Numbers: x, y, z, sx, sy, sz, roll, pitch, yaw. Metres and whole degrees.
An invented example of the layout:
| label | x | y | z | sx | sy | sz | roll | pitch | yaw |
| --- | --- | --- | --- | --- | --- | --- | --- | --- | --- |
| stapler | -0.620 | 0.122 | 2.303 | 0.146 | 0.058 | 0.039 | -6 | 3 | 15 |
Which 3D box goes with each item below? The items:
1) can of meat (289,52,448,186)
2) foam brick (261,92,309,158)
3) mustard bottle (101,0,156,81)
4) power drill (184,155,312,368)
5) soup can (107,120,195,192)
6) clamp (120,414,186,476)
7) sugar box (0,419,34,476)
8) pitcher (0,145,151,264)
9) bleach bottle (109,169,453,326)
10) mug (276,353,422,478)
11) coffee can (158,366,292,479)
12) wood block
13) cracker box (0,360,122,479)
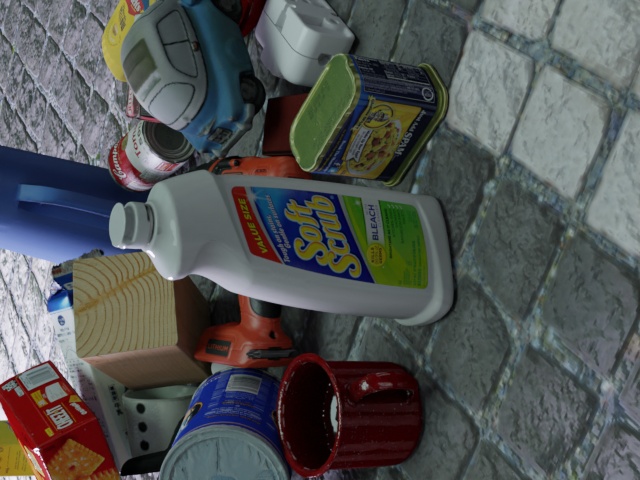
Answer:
| label | x | y | z | sx | sy | sz | roll | pitch | yaw |
| --- | --- | --- | --- | --- | --- | --- | --- | --- | --- |
| can of meat | 0.035 | -0.093 | 0.827 | 0.102 | 0.083 | 0.057 | -57 | 42 | 38 |
| foam brick | -0.008 | -0.097 | 0.927 | 0.078 | 0.052 | 0.051 | 5 | 90 | 57 |
| mustard bottle | -0.197 | -0.278 | 1.245 | 0.192 | 0.058 | 0.096 | -49 | 44 | 43 |
| power drill | -0.076 | 0.017 | 0.961 | 0.185 | 0.057 | 0.187 | 2 | 91 | 56 |
| soup can | -0.190 | -0.102 | 1.203 | 0.102 | 0.068 | 0.068 | -28 | 63 | 53 |
| clamp | -0.123 | 0.227 | 1.013 | 0.172 | 0.039 | 0.120 | -45 | 64 | 32 |
| sugar box | -0.312 | 0.241 | 1.254 | 0.093 | 0.175 | 0.048 | 19 | 104 | 57 |
| pitcher | -0.323 | -0.042 | 1.241 | 0.149 | 0.242 | 0.145 | -53 | 40 | 29 |
| bleach bottle | -0.025 | 0.006 | 0.753 | 0.068 | 0.250 | 0.102 | -27 | 64 | 54 |
| mug | 0.029 | 0.127 | 0.810 | 0.117 | 0.081 | 0.093 | -48 | 48 | 45 |
| coffee can | -0.072 | 0.176 | 0.891 | 0.140 | 0.103 | 0.103 | -79 | 2 | -77 |
| wood block | -0.164 | 0.081 | 1.022 | 0.206 | 0.091 | 0.090 | 76 | -173 | -73 |
| cracker box | -0.253 | 0.252 | 1.102 | 0.164 | 0.072 | 0.214 | 27 | 136 | 56 |
